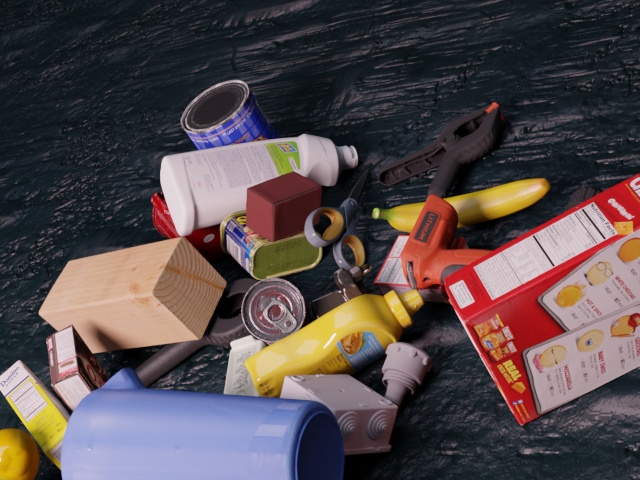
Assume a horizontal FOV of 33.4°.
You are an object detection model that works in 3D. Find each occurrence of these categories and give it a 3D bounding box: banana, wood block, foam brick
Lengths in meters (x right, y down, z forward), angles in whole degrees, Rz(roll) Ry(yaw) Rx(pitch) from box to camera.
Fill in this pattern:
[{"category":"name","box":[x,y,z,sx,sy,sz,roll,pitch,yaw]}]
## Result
[{"category":"banana","box":[0.161,-0.035,1.194,0.198,0.069,0.037,-11,86,17]},{"category":"wood block","box":[-0.229,0.069,1.289,0.207,0.090,0.090,-11,42,38]},{"category":"foam brick","box":[-0.044,-0.040,1.258,0.078,0.053,0.051,-23,39,-38]}]

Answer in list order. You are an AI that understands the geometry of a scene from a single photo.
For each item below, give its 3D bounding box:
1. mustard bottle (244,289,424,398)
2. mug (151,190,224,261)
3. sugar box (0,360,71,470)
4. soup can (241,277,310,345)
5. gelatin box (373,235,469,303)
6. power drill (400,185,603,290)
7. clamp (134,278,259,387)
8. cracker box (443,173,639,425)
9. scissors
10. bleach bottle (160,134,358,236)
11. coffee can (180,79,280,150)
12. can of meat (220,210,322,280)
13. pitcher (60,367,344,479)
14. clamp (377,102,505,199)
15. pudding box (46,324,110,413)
[{"category":"mustard bottle","box":[0.022,0.106,1.105,0.191,0.096,0.058,-30,55,2]},{"category":"mug","box":[-0.169,-0.028,1.387,0.093,0.117,0.082,-52,42,6]},{"category":"sugar box","box":[-0.308,0.214,1.228,0.048,0.093,0.176,-43,37,-15]},{"category":"soup can","box":[-0.047,0.080,1.168,0.068,0.102,0.068,-1,81,3]},{"category":"gelatin box","box":[0.113,0.031,1.180,0.089,0.030,0.073,2,50,37]},{"category":"power drill","box":[0.191,0.003,1.104,0.188,0.057,0.184,10,52,28]},{"category":"clamp","box":[-0.129,0.087,1.288,0.210,0.036,0.164,-20,38,22]},{"category":"cracker box","box":[0.237,0.052,0.953,0.214,0.164,0.072,-29,39,5]},{"category":"scissors","box":[0.043,-0.022,1.289,0.016,0.096,0.201,-34,0,34]},{"category":"bleach bottle","box":[-0.069,-0.079,1.347,0.250,0.068,0.102,-12,60,-20]},{"category":"coffee can","box":[-0.107,-0.128,1.428,0.103,0.140,0.103,-20,39,17]},{"category":"can of meat","box":[-0.059,0.002,1.294,0.101,0.057,0.084,-14,32,-25]},{"category":"pitcher","box":[-0.106,0.210,0.976,0.243,0.149,0.144,-4,31,28]},{"category":"clamp","box":[0.162,-0.103,1.288,0.171,0.039,0.120,-37,38,-5]},{"category":"pudding box","box":[-0.273,0.168,1.238,0.039,0.113,0.090,-28,37,0]}]
